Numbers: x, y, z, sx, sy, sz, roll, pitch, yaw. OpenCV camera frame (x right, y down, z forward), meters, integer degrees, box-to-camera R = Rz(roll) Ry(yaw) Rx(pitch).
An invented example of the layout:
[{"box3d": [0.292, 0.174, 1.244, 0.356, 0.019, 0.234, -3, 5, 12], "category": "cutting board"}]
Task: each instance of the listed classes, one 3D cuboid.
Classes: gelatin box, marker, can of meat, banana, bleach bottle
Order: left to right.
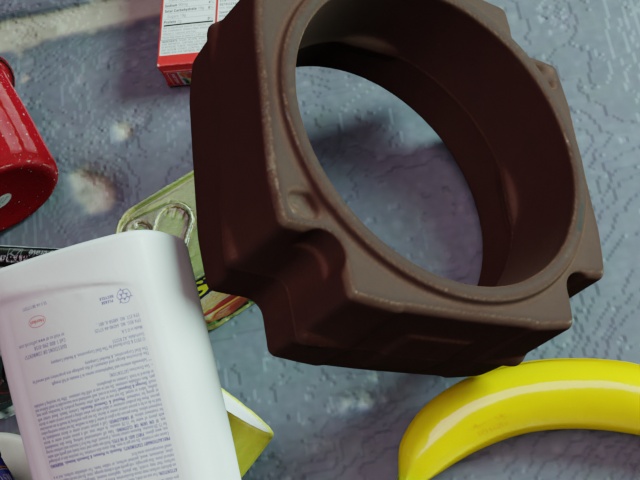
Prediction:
[{"box3d": [-0.160, 0.014, 0.654, 0.121, 0.020, 0.020, 2, 70, 10], "category": "marker"}, {"box3d": [-0.084, 0.128, 0.490, 0.103, 0.068, 0.251, -16, 79, 16], "category": "bleach bottle"}, {"box3d": [-0.065, -0.147, 0.693, 0.073, 0.030, 0.089, -3, 69, 10], "category": "gelatin box"}, {"box3d": [-0.054, 0.001, 0.606, 0.102, 0.084, 0.057, -32, 68, -4], "category": "can of meat"}, {"box3d": [0.125, 0.096, 0.567, 0.198, 0.037, 0.069, -13, 82, 5], "category": "banana"}]

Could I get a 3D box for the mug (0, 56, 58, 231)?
[{"box3d": [-0.223, -0.051, 0.646, 0.117, 0.093, 0.081, -21, 69, -34], "category": "mug"}]
